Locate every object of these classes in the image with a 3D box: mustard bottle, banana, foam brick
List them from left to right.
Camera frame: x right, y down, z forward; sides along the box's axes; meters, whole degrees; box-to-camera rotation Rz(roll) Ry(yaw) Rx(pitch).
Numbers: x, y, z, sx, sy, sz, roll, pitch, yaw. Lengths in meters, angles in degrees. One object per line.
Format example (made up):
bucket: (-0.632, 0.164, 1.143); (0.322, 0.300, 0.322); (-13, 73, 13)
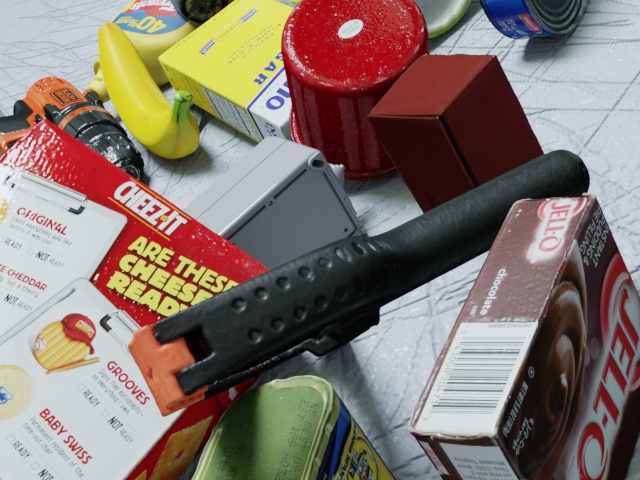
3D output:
banana: (-0.127, -0.106, 0.798); (0.037, 0.070, 0.198); (-5, 26, -28)
mustard bottle: (-0.131, -0.184, 0.917); (0.096, 0.058, 0.191); (19, 57, 34)
foam brick: (0.071, -0.051, 0.549); (0.053, 0.078, 0.051); (12, 54, 48)

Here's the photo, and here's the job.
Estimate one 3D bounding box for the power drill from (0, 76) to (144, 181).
power drill: (-0.241, -0.059, 0.799); (0.187, 0.057, 0.185); (-19, 32, -24)

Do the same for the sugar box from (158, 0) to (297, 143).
sugar box: (-0.032, -0.117, 0.742); (0.093, 0.048, 0.176); (-41, 37, -14)

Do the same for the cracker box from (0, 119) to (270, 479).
cracker box: (-0.141, 0.067, 0.508); (0.164, 0.072, 0.213); (33, 63, 15)

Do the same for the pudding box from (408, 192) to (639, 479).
pudding box: (0.084, 0.053, 0.387); (0.039, 0.090, 0.113); (-2, 44, 41)

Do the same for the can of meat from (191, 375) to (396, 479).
can of meat: (-0.007, 0.113, 0.388); (0.058, 0.084, 0.102); (-12, 38, 29)

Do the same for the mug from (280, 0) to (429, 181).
mug: (0.033, -0.090, 0.608); (0.117, 0.081, 0.093); (20, 66, 18)

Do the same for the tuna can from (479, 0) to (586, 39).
tuna can: (0.128, -0.166, 0.649); (0.034, 0.086, 0.086); (-1, 43, 42)

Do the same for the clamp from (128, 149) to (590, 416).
clamp: (-0.001, 0.027, 0.428); (0.209, 0.036, 0.165); (-21, -12, -47)
